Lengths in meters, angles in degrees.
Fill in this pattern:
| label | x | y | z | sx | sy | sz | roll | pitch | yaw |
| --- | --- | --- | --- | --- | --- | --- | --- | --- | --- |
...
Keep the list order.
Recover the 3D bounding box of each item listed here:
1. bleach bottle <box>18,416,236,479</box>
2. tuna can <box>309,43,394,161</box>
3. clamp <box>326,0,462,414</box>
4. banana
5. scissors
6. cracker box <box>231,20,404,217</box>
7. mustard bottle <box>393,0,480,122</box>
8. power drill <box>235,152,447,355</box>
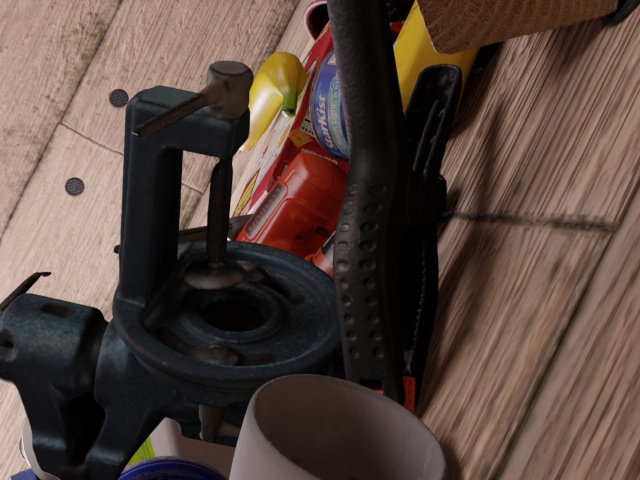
| label | x | y | z | sx | sy | sz | roll | pitch | yaw |
| --- | --- | --- | --- | --- | --- | --- | --- | --- | --- |
| bleach bottle | -0.145 | 0.141 | 0.752 | 0.251 | 0.067 | 0.102 | -21 | 80 | 47 |
| tuna can | 0.034 | -0.095 | 0.739 | 0.034 | 0.086 | 0.086 | 14 | 74 | 43 |
| clamp | 0.039 | -0.021 | 0.520 | 0.164 | 0.036 | 0.210 | 15 | -105 | -66 |
| banana | -0.047 | -0.129 | 0.960 | 0.069 | 0.037 | 0.198 | -66 | 11 | -10 |
| scissors | -0.055 | 0.001 | 0.792 | 0.016 | 0.201 | 0.096 | 58 | 158 | 30 |
| cracker box | -0.006 | -0.094 | 0.986 | 0.213 | 0.072 | 0.164 | -69 | 11 | -23 |
| mustard bottle | 0.090 | -0.158 | 0.689 | 0.096 | 0.058 | 0.191 | 120 | 174 | -79 |
| power drill | 0.001 | 0.007 | 0.676 | 0.184 | 0.057 | 0.188 | -53 | 18 | 13 |
